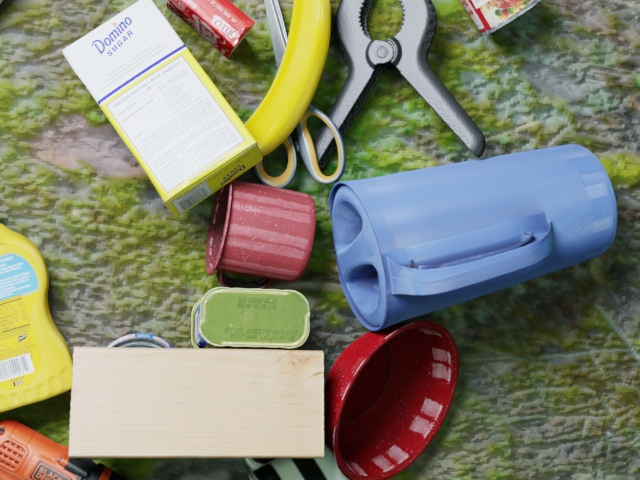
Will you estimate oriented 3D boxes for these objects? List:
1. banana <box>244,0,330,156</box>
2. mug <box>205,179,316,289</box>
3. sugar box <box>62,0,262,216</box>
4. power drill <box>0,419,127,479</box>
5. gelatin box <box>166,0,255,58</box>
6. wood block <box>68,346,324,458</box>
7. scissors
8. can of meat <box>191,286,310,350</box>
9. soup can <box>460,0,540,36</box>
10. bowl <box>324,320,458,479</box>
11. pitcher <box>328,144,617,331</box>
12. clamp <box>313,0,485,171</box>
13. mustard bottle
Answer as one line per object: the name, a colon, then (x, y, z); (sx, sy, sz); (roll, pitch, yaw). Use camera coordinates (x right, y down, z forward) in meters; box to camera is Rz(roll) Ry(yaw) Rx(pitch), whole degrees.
banana: (-0.034, -0.144, 0.945); (0.070, 0.037, 0.198); (33, 99, 14)
mug: (-0.056, 0.001, 0.958); (0.081, 0.093, 0.117); (10, 123, -14)
sugar box: (-0.137, -0.117, 0.920); (0.093, 0.048, 0.176); (-34, 70, -5)
power drill: (-0.251, 0.278, 0.957); (0.184, 0.057, 0.187); (32, 86, -6)
gelatin box: (-0.098, -0.197, 0.930); (0.073, 0.089, 0.030); (40, 87, -10)
wood block: (-0.106, 0.139, 0.908); (0.206, 0.090, 0.091); (2, 79, -9)
scissors: (-0.043, -0.134, 0.977); (0.096, 0.016, 0.202); (-30, 81, 17)
can of meat: (-0.063, 0.073, 0.952); (0.102, 0.084, 0.057); (2, 80, -9)
soup can: (0.151, -0.248, 0.978); (0.068, 0.068, 0.102); (-35, 98, -5)
bowl: (0.054, 0.138, 0.972); (0.161, 0.055, 0.162); (-22, 125, -36)
pitcher: (0.140, -0.008, 0.946); (0.242, 0.145, 0.149); (-14, 62, -16)
clamp: (0.070, -0.163, 0.966); (0.165, 0.036, 0.210); (2, 89, 17)
mustard bottle: (-0.284, 0.050, 0.934); (0.096, 0.058, 0.191); (-15, 96, -9)
